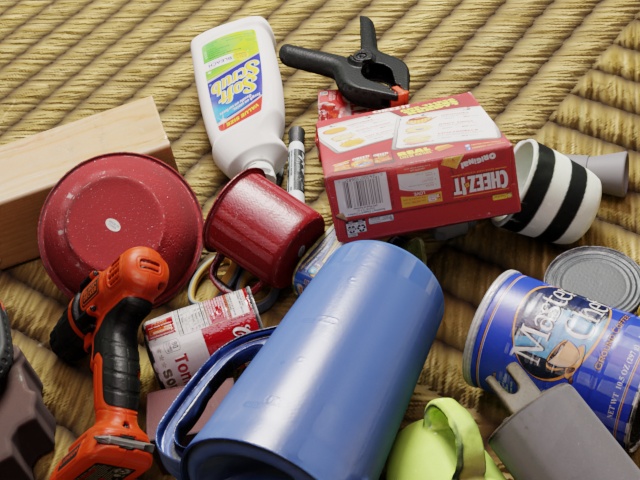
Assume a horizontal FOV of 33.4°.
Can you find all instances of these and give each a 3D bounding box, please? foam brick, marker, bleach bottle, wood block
[{"bbox_3d":[-0.103,0.156,0.893,0.078,0.053,0.051,-11,46,3],"label":"foam brick"},{"bbox_3d":[-0.026,-0.078,1.121,0.020,0.020,0.121,-6,46,6],"label":"marker"},{"bbox_3d":[-0.077,-0.143,1.157,0.102,0.068,0.251,-18,45,0],"label":"bleach bottle"},{"bbox_3d":[-0.252,-0.060,1.104,0.206,0.091,0.090,-19,47,-7],"label":"wood block"}]

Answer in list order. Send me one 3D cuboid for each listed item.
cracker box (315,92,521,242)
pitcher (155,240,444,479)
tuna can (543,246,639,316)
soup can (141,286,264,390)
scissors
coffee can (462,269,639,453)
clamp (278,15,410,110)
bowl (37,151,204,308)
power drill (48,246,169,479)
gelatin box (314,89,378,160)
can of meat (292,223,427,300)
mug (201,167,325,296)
[{"bbox_3d":[0.084,-0.072,1.003,0.164,0.072,0.213,-10,19,1],"label":"cracker box"},{"bbox_3d":[-0.003,0.109,0.811,0.149,0.145,0.242,41,46,-8],"label":"pitcher"},{"bbox_3d":[0.239,0.047,0.935,0.086,0.034,0.086,-6,46,6],"label":"tuna can"},{"bbox_3d":[-0.100,0.089,0.946,0.102,0.068,0.068,-19,46,-5],"label":"soup can"},{"bbox_3d":[-0.054,0.001,1.055,0.096,0.016,0.201,20,54,26],"label":"scissors"},{"bbox_3d":[0.199,0.094,0.851,0.140,0.103,0.102,21,55,28],"label":"coffee can"},{"bbox_3d":[0.033,-0.185,1.155,0.120,0.039,0.172,-23,43,-10],"label":"clamp"},{"bbox_3d":[-0.191,-0.011,1.012,0.162,0.055,0.162,1,81,-4],"label":"bowl"},{"bbox_3d":[-0.189,0.118,0.904,0.057,0.185,0.187,15,55,-29],"label":"power drill"},{"bbox_3d":[0.033,-0.128,1.148,0.073,0.030,0.089,-4,47,9],"label":"gelatin box"},{"bbox_3d":[0.035,0.029,0.981,0.084,0.057,0.102,22,55,32],"label":"can of meat"},{"bbox_3d":[-0.056,0.001,0.990,0.082,0.093,0.117,33,85,20],"label":"mug"}]
